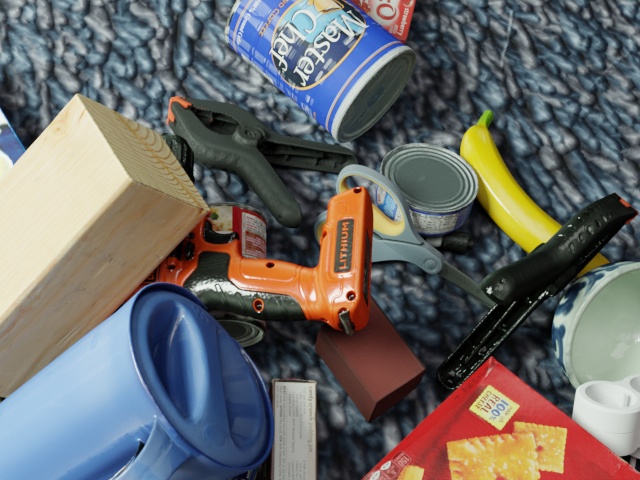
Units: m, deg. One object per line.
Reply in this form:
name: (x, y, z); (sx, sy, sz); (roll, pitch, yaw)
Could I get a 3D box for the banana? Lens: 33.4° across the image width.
banana: (0.178, -0.034, 0.937); (0.069, 0.037, 0.198); (-26, 69, -17)

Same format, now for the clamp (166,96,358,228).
clamp: (-0.053, -0.081, 0.931); (0.171, 0.039, 0.120); (36, 37, 18)

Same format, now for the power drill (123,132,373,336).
power drill: (-0.055, 0.001, 0.803); (0.188, 0.057, 0.184); (-2, 69, 11)

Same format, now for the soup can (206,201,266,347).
soup can: (-0.077, 0.029, 0.862); (0.068, 0.068, 0.102); (1, 64, -6)

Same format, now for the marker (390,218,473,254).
marker: (0.073, -0.008, 0.923); (0.121, 0.020, 0.020); (11, 63, 0)

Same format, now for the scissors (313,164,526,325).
scissors: (0.075, 0.022, 0.902); (0.201, 0.096, 0.016); (48, 32, -13)

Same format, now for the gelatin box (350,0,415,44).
gelatin box: (0.054, -0.228, 1.024); (0.073, 0.030, 0.089); (15, 64, 1)

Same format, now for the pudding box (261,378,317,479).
pudding box: (-0.024, 0.168, 0.787); (0.039, 0.090, 0.113); (1, 64, -7)

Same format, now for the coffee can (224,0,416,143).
coffee can: (0.000, -0.170, 0.949); (0.140, 0.103, 0.102); (42, 67, 14)

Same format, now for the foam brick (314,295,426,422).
foam brick: (0.039, 0.094, 0.851); (0.051, 0.053, 0.078); (-30, 71, -19)

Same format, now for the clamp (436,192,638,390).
clamp: (0.175, 0.032, 0.850); (0.209, 0.165, 0.036); (-34, 69, -32)

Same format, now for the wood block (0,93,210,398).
wood block: (-0.191, 0.010, 0.760); (0.206, 0.090, 0.091); (-45, 57, 14)

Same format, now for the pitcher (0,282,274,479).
pitcher: (-0.162, 0.146, 0.700); (0.243, 0.149, 0.145); (-34, 62, 21)

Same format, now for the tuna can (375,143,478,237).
tuna can: (0.091, -0.043, 0.922); (0.086, 0.034, 0.086); (5, 46, -6)

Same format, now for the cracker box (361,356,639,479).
cracker box: (0.148, 0.209, 0.768); (0.164, 0.072, 0.214); (-37, 59, -25)
